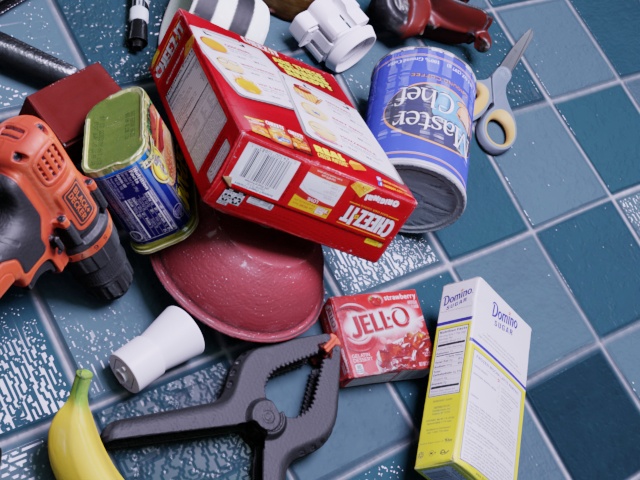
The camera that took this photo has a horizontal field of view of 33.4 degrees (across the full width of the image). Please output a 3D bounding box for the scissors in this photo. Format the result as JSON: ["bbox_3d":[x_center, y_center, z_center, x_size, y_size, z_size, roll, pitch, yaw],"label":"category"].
[{"bbox_3d":[0.200,-0.156,1.133,0.201,0.016,0.096,-34,84,-38],"label":"scissors"}]

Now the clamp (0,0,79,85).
[{"bbox_3d":[-0.276,-0.166,0.865,0.171,0.039,0.120,-17,67,-31],"label":"clamp"}]

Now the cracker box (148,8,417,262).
[{"bbox_3d":[-0.037,-0.086,0.861,0.164,0.072,0.214,19,26,-32],"label":"cracker box"}]

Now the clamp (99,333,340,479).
[{"bbox_3d":[-0.042,0.151,0.813,0.164,0.036,0.209,49,51,5],"label":"clamp"}]

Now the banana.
[{"bbox_3d":[-0.126,0.184,0.732,0.198,0.070,0.037,50,23,-2],"label":"banana"}]

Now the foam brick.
[{"bbox_3d":[-0.198,-0.097,0.859,0.051,0.053,0.078,49,51,4],"label":"foam brick"}]

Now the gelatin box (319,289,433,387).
[{"bbox_3d":[0.049,0.082,0.906,0.089,0.030,0.073,-2,65,-30],"label":"gelatin box"}]

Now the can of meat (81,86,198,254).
[{"bbox_3d":[-0.138,-0.055,0.813,0.102,0.057,0.084,-101,167,-49],"label":"can of meat"}]

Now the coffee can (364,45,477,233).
[{"bbox_3d":[0.088,-0.092,0.980,0.102,0.103,0.140,22,55,-16],"label":"coffee can"}]

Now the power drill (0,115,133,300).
[{"bbox_3d":[-0.210,0.035,0.729,0.057,0.184,0.187,13,58,27],"label":"power drill"}]

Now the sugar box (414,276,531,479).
[{"bbox_3d":[0.131,0.129,0.898,0.093,0.048,0.176,43,44,-34],"label":"sugar box"}]

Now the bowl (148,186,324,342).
[{"bbox_3d":[-0.056,0.001,0.857,0.162,0.055,0.162,20,42,-20],"label":"bowl"}]

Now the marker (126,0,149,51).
[{"bbox_3d":[-0.164,-0.222,0.969,0.020,0.020,0.121,11,59,-23],"label":"marker"}]
